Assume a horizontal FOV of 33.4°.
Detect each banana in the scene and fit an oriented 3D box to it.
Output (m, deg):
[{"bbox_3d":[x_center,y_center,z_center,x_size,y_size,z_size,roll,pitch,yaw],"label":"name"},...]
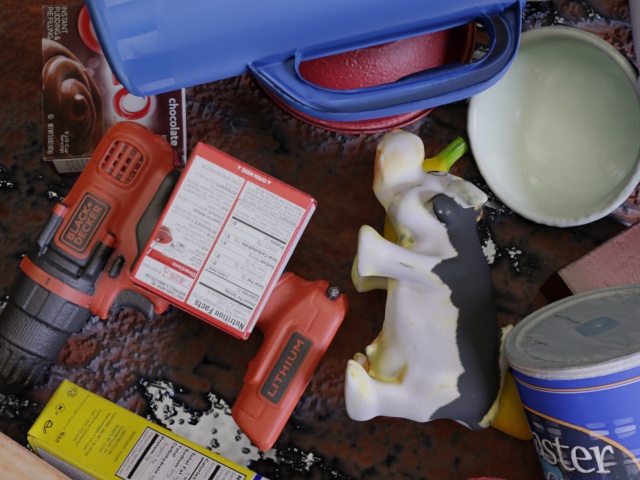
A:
[{"bbox_3d":[0.080,0.030,0.660,0.069,0.037,0.198,-13,76,5],"label":"banana"}]

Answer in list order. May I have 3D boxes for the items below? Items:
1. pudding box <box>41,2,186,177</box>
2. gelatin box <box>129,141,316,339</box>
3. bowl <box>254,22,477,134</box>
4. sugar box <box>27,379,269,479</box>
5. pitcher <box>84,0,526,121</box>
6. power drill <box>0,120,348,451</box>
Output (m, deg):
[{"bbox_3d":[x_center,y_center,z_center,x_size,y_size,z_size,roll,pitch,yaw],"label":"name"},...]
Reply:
[{"bbox_3d":[-0.134,-0.101,0.700,0.090,0.039,0.113,-4,76,-1],"label":"pudding box"},{"bbox_3d":[-0.054,0.001,0.597,0.073,0.030,0.089,26,88,4],"label":"gelatin box"},{"bbox_3d":[0.025,-0.154,0.703,0.162,0.055,0.162,0,74,1],"label":"bowl"},{"bbox_3d":[-0.067,0.142,0.577,0.176,0.093,0.048,18,62,25],"label":"sugar box"},{"bbox_3d":[-0.008,-0.154,0.612,0.243,0.145,0.149,-16,40,1],"label":"pitcher"},{"bbox_3d":[-0.092,0.047,0.640,0.187,0.057,0.184,31,93,3],"label":"power drill"}]
